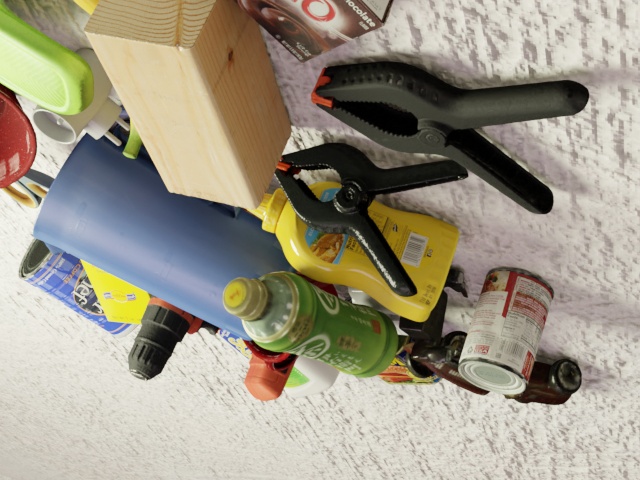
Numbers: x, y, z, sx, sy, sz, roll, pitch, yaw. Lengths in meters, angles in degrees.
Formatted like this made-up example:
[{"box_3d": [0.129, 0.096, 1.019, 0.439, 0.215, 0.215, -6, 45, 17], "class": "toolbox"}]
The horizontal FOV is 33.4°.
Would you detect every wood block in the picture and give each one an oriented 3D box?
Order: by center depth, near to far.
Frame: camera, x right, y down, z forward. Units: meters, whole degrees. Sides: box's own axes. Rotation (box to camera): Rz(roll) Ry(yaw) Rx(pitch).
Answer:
[{"box_3d": [-0.095, -0.123, 0.843, 0.090, 0.090, 0.206, 12, 152, 18], "class": "wood block"}]

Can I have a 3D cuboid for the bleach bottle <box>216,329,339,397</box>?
[{"box_3d": [-0.092, 0.100, 1.303, 0.250, 0.068, 0.103, 37, 148, -23], "class": "bleach bottle"}]

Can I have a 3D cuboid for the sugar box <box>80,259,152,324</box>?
[{"box_3d": [-0.225, 0.009, 1.175, 0.094, 0.048, 0.176, 1, 123, 38], "class": "sugar box"}]

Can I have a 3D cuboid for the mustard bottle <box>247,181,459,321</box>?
[{"box_3d": [0.024, -0.002, 0.972, 0.191, 0.096, 0.058, 22, 152, 2], "class": "mustard bottle"}]

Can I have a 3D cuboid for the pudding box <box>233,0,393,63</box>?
[{"box_3d": [-0.017, -0.180, 0.729, 0.113, 0.039, 0.090, 37, 150, -28], "class": "pudding box"}]

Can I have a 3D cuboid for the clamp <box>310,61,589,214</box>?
[{"box_3d": [0.096, -0.095, 0.805, 0.210, 0.036, 0.165, 21, 155, 5], "class": "clamp"}]

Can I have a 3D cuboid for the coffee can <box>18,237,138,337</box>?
[{"box_3d": [-0.274, 0.039, 1.281, 0.140, 0.102, 0.103, 36, 151, -26], "class": "coffee can"}]

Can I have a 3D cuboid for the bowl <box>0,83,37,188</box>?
[{"box_3d": [-0.336, -0.114, 0.972, 0.162, 0.055, 0.162, 0, 141, 0], "class": "bowl"}]

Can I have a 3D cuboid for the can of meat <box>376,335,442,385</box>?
[{"box_3d": [0.086, 0.123, 1.211, 0.102, 0.057, 0.083, -5, 146, 45], "class": "can of meat"}]

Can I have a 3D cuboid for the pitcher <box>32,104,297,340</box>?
[{"box_3d": [-0.139, -0.012, 1.033, 0.243, 0.145, 0.149, 29, 161, -3], "class": "pitcher"}]

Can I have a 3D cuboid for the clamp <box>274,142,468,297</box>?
[{"box_3d": [0.040, -0.043, 0.912, 0.172, 0.120, 0.039, 34, 180, 19], "class": "clamp"}]

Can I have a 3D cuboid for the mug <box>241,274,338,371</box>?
[{"box_3d": [-0.034, 0.087, 1.157, 0.093, 0.081, 0.117, 23, 117, 37], "class": "mug"}]

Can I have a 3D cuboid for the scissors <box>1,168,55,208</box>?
[{"box_3d": [-0.316, -0.081, 1.075, 0.096, 0.016, 0.201, 12, 157, 15], "class": "scissors"}]

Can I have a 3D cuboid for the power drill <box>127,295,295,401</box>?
[{"box_3d": [-0.110, 0.102, 1.178, 0.187, 0.184, 0.057, 40, 154, -32], "class": "power drill"}]

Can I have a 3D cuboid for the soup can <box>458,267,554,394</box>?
[{"box_3d": [0.176, 0.086, 1.014, 0.068, 0.102, 0.068, 18, 154, 9], "class": "soup can"}]
